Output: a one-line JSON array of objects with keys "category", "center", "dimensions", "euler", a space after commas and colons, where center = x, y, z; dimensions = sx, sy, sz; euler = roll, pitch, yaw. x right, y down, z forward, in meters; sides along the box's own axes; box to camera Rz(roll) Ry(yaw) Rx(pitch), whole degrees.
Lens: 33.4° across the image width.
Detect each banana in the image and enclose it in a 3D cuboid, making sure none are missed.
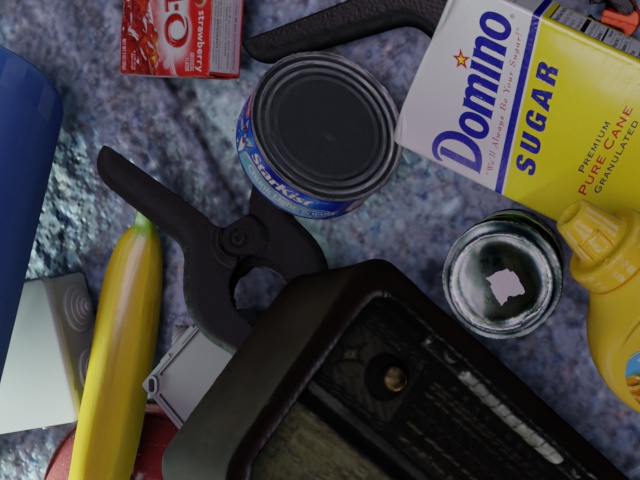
[{"category": "banana", "center": [-0.120, 0.075, 0.619], "dimensions": [0.037, 0.069, 0.198], "euler": [5, 76, 5]}]

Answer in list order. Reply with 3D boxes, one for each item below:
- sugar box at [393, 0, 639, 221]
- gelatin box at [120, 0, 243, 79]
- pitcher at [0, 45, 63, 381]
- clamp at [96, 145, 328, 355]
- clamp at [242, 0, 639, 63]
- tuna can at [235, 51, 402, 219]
[{"category": "sugar box", "center": [0.132, -0.055, 0.523], "dimensions": [0.176, 0.048, 0.093], "euler": [25, 119, 7]}, {"category": "gelatin box", "center": [-0.079, -0.137, 0.603], "dimensions": [0.073, 0.030, 0.089], "euler": [9, 99, 38]}, {"category": "pitcher", "center": [-0.230, 0.013, 0.593], "dimensions": [0.149, 0.145, 0.242], "euler": [7, 65, 6]}, {"category": "clamp", "center": [-0.054, 0.001, 0.583], "dimensions": [0.120, 0.039, 0.171], "euler": [-15, 71, 5]}, {"category": "clamp", "center": [0.066, -0.155, 0.555], "dimensions": [0.210, 0.036, 0.165], "euler": [15, 110, 16]}, {"category": "tuna can", "center": [-0.001, -0.055, 0.569], "dimensions": [0.086, 0.086, 0.034], "euler": [57, 151, 5]}]
